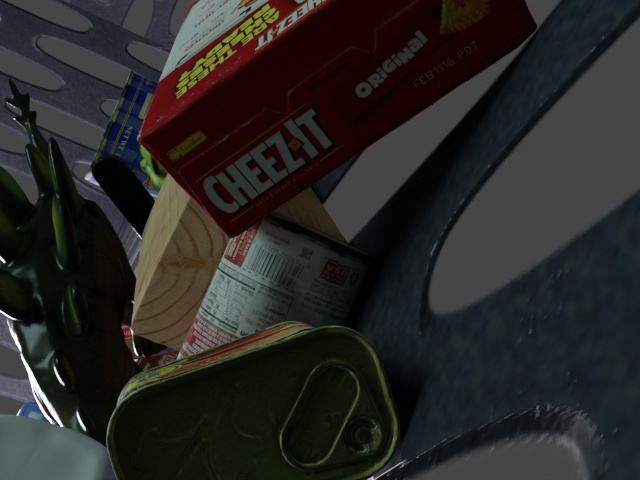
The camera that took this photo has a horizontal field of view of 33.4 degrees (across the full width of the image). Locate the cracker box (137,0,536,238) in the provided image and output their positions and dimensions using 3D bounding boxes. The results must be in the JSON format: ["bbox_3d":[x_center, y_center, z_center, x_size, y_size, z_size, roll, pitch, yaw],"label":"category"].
[{"bbox_3d":[0.005,-0.111,0.528,0.164,0.072,0.213,-34,23,16],"label":"cracker box"}]

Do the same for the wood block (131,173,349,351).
[{"bbox_3d":[-0.054,0.000,0.648,0.090,0.090,0.206,-64,13,9],"label":"wood block"}]

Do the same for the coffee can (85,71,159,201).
[{"bbox_3d":[-0.121,-0.073,0.935,0.103,0.140,0.103,-61,14,26],"label":"coffee can"}]

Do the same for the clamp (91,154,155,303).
[{"bbox_3d":[-0.120,0.000,0.823,0.171,0.039,0.120,30,-138,-75],"label":"clamp"}]

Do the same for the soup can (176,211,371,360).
[{"bbox_3d":[-0.026,0.041,0.512,0.102,0.068,0.068,-66,13,1],"label":"soup can"}]

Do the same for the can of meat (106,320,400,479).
[{"bbox_3d":[-0.030,0.069,0.416,0.084,0.102,0.057,174,78,-79],"label":"can of meat"}]
